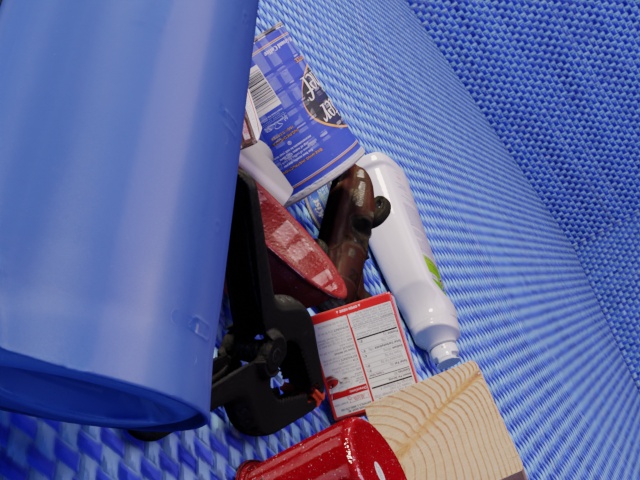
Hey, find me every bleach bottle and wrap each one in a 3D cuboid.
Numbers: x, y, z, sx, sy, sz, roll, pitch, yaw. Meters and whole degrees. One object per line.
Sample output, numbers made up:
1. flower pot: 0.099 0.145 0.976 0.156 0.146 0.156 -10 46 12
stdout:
1. bleach bottle: 0.099 0.027 1.215 0.102 0.068 0.251 32 34 -57

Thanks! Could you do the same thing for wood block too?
1. wood block: 0.109 0.179 0.840 0.206 0.091 0.090 58 9 -62

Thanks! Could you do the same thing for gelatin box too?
1. gelatin box: 0.036 0.094 0.856 0.030 0.073 0.089 40 33 -77

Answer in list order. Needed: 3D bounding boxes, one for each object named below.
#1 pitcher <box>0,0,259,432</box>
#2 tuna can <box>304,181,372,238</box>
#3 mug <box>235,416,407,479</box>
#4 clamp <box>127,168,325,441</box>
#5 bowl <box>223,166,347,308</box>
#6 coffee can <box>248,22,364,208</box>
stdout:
1. pitcher: -0.092 -0.039 0.477 0.144 0.149 0.243 17 69 -20
2. tuna can: 0.019 -0.031 1.124 0.086 0.034 0.086 52 18 -25
3. mug: 0.009 0.160 0.674 0.093 0.082 0.117 59 16 -1
4. clamp: -0.048 0.076 0.669 0.164 0.036 0.210 -66 152 -24
5. bowl: -0.055 0.001 0.773 0.162 0.055 0.162 44 9 -9
6. coffee can: -0.039 -0.111 0.970 0.140 0.103 0.102 57 17 -9
